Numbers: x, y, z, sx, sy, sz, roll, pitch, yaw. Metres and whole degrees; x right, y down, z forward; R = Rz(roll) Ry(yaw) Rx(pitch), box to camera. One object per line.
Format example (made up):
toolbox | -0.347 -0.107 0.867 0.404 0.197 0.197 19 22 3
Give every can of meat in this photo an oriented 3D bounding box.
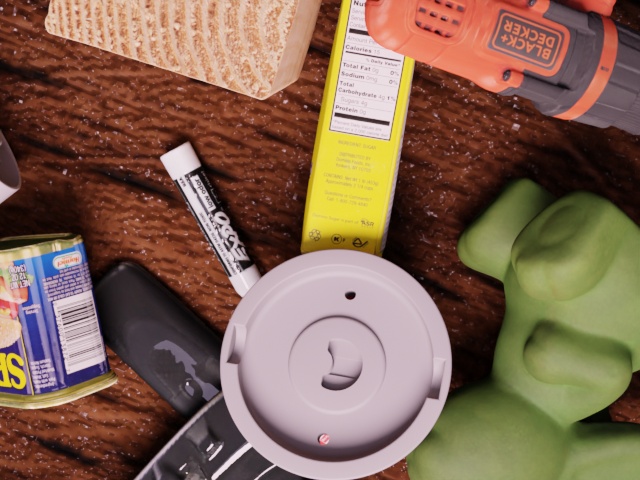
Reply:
can of meat | -0.165 0.042 0.587 0.102 0.057 0.084 -3 100 42

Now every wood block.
wood block | -0.046 -0.124 0.491 0.091 0.206 0.090 16 101 -1

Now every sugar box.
sugar box | 0.025 -0.083 0.554 0.048 0.093 0.176 7 100 1

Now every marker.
marker | -0.054 0.001 0.610 0.020 0.020 0.121 -28 98 7

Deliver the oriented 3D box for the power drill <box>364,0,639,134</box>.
power drill | 0.128 -0.149 0.487 0.184 0.057 0.188 15 97 -20
